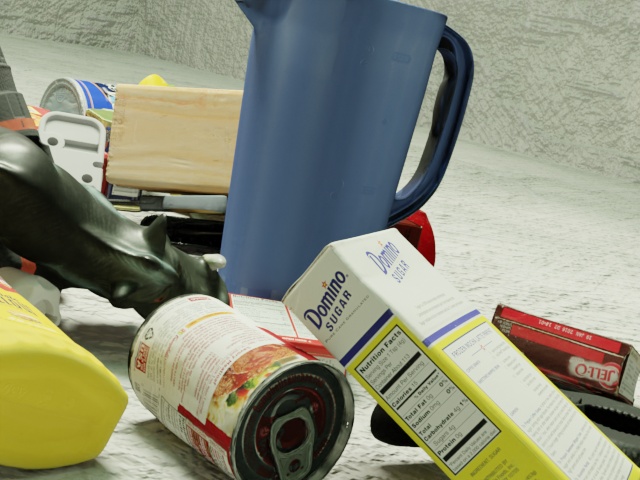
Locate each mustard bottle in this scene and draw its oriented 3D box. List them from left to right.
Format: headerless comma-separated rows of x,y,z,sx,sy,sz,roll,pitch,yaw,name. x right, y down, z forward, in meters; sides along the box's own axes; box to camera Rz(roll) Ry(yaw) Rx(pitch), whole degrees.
-0.178,0.037,0.514,0.192,0.058,0.096,30,4,43,mustard bottle

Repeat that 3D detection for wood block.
-0.072,-0.082,0.936,0.206,0.090,0.090,6,-1,18,wood block

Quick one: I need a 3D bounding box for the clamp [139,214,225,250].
-0.056,0.001,0.919,0.171,0.039,0.120,1,14,-43,clamp

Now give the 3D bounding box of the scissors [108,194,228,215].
-0.134,-0.032,0.970,0.096,0.016,0.202,5,-1,-37,scissors

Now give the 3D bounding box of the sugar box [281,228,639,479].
0.069,0.071,0.509,0.176,0.048,0.093,43,20,15,sugar box

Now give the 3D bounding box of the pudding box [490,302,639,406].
0.165,0.078,0.712,0.090,0.039,0.113,18,-2,24,pudding box

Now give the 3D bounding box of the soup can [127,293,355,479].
-0.041,0.072,0.516,0.068,0.068,0.102,3,14,-39,soup can

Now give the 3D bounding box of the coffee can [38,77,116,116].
-0.229,-0.122,1.188,0.140,0.103,0.103,2,15,-43,coffee can

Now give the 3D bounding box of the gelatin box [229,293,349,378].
-0.023,0.064,0.676,0.073,0.030,0.089,9,11,-10,gelatin box

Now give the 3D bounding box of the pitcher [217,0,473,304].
0.009,-0.058,0.759,0.149,0.243,0.144,16,12,17,pitcher
